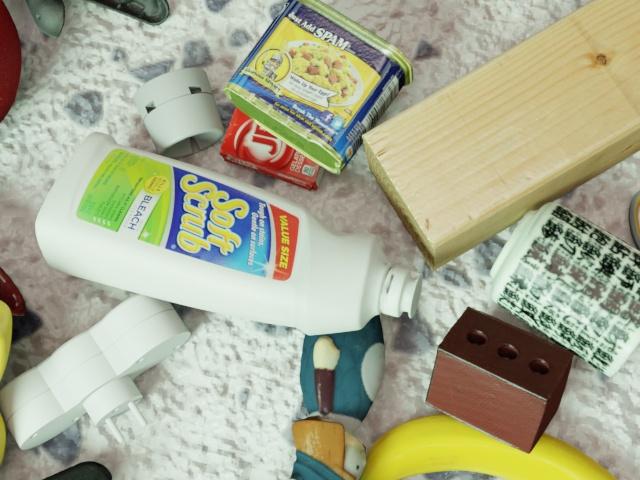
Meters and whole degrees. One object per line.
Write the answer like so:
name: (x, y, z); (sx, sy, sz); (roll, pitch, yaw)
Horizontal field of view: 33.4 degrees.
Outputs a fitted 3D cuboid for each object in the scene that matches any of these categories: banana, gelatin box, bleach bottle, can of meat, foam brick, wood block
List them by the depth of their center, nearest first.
foam brick: (0.115, 0.090, 0.689); (0.078, 0.051, 0.052); (24, 38, 19)
banana: (0.115, 0.151, 0.703); (0.198, 0.037, 0.069); (5, 95, 7)
bleach bottle: (-0.055, 0.001, 0.704); (0.251, 0.068, 0.102); (13, 54, 15)
wood block: (0.141, -0.075, 0.716); (0.206, 0.090, 0.091); (-30, 77, 0)
can of meat: (-0.002, -0.106, 0.721); (0.102, 0.057, 0.084); (34, 82, 12)
gelatin box: (-0.023, -0.088, 0.764); (0.073, 0.030, 0.089); (20, 81, 9)

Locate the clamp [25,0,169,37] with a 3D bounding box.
clamp: (-0.195, -0.199, 0.785); (0.172, 0.120, 0.039); (43, 118, 27)
